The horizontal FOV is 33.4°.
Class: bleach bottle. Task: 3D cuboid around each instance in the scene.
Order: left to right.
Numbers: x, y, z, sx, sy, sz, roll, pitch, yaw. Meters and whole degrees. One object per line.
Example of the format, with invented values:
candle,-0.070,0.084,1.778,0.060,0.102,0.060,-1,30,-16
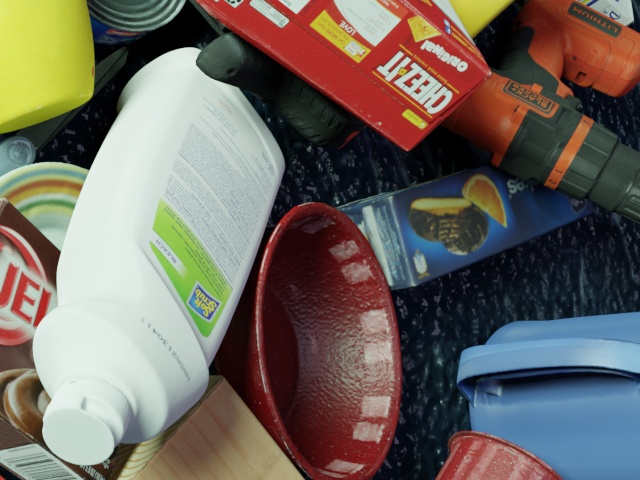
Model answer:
bleach bottle,-0.080,0.003,0.503,0.102,0.068,0.250,50,26,-21

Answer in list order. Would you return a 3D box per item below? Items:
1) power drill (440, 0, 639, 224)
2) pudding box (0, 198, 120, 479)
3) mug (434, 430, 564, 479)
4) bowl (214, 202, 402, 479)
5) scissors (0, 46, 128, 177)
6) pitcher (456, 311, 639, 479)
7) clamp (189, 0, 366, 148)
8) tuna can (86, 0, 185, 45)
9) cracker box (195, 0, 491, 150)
power drill,0.178,-0.100,0.750,0.184,0.057,0.187,30,40,7
pudding box,-0.132,0.051,0.482,0.113,0.039,0.090,52,35,-37
mug,0.105,0.189,0.686,0.081,0.093,0.117,-53,151,-28
bowl,-0.012,0.062,0.608,0.161,0.055,0.162,29,56,-55
scissors,-0.155,-0.023,0.552,0.201,0.016,0.096,-35,105,-38
pitcher,0.216,0.101,0.683,0.149,0.243,0.145,-27,97,-40
clamp,-0.032,-0.108,0.604,0.171,0.039,0.120,32,32,-56
tuna can,-0.117,-0.154,0.596,0.085,0.034,0.086,9,76,-38
cracker box,-0.012,-0.167,0.588,0.164,0.072,0.214,31,26,-37
